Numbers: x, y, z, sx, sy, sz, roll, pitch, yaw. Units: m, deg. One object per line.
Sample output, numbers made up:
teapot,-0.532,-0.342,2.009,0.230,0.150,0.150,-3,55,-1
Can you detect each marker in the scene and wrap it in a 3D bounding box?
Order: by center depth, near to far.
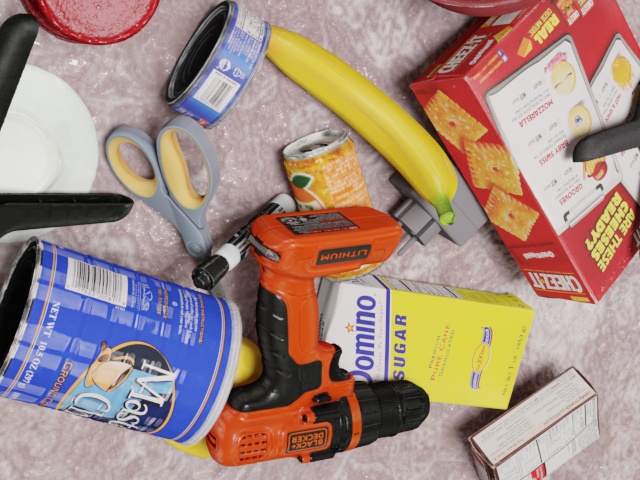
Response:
marker,-0.055,0.001,0.773,0.121,0.020,0.020,-45,123,-48

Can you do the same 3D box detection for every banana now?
banana,0.035,-0.092,0.782,0.198,0.069,0.037,43,105,4

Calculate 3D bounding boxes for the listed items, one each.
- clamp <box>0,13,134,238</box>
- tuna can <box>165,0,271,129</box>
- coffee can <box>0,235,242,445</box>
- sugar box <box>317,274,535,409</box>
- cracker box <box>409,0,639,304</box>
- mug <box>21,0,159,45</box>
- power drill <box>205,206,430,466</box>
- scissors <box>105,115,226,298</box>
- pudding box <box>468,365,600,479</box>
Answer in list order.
clamp,-0.223,-0.022,0.694,0.209,0.036,0.164,-46,131,-19
tuna can,-0.071,-0.122,0.735,0.033,0.086,0.086,29,94,-23
coffee can,-0.136,0.067,0.695,0.140,0.103,0.103,20,98,-24
sugar box,0.079,0.082,0.868,0.176,0.048,0.093,7,104,-22
cracker box,0.185,-0.084,0.822,0.164,0.072,0.213,-46,116,-24
mug,-0.154,-0.181,0.691,0.093,0.082,0.117,-30,113,-9
power drill,0.010,0.072,0.776,0.184,0.057,0.188,-6,112,-29
scissors,-0.107,-0.008,0.786,0.096,0.016,0.202,17,133,18
pudding box,0.185,0.168,0.914,0.113,0.039,0.090,-35,143,-9
